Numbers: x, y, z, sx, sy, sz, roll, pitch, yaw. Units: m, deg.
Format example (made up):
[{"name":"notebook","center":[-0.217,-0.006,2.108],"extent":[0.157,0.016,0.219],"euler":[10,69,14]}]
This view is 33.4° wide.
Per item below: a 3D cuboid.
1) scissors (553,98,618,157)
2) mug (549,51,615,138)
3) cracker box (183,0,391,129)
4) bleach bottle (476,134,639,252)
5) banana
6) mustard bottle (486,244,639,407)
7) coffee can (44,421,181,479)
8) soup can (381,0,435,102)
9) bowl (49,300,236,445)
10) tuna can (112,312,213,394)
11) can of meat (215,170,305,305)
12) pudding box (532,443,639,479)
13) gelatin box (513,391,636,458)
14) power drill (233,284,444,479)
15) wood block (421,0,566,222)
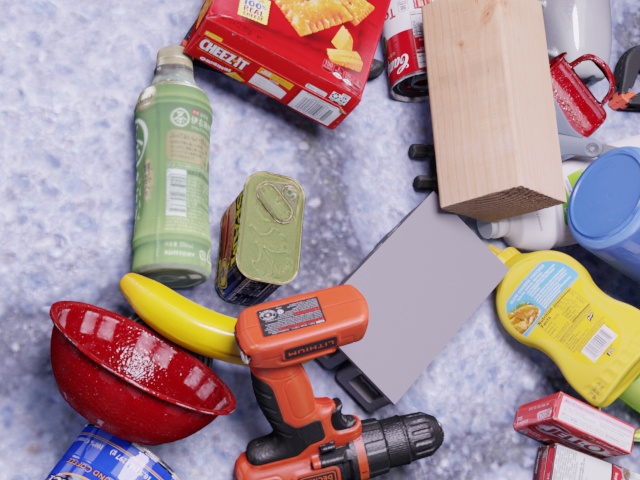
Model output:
[{"name":"scissors","center":[0.265,-0.112,1.074],"extent":[0.202,0.016,0.096],"euler":[-2,104,5]},{"name":"mug","center":[0.254,-0.145,1.120],"extent":[0.081,0.117,0.093],"euler":[50,21,-4]},{"name":"cracker box","center":[-0.018,-0.237,1.022],"extent":[0.164,0.072,0.213],"euler":[26,60,-17]},{"name":"bleach bottle","center":[0.273,-0.050,1.119],"extent":[0.250,0.068,0.102],"euler":[-13,77,-23]},{"name":"banana","center":[-0.074,0.073,0.900],"extent":[0.197,0.037,0.069],"euler":[9,46,-10]},{"name":"mustard bottle","center":[0.228,0.066,1.032],"extent":[0.192,0.058,0.096],"euler":[42,97,30]},{"name":"coffee can","center":[-0.181,0.225,0.815],"extent":[0.103,0.103,0.140],"euler":[38,62,-5]},{"name":"soup can","center":[0.099,-0.203,1.100],"extent":[0.068,0.069,0.102],"euler":[0,71,-22]},{"name":"bowl","center":[-0.148,0.110,0.823],"extent":[0.162,0.162,0.055],"euler":[30,94,-9]},{"name":"tuna can","center":[-0.138,0.101,0.916],"extent":[0.086,0.034,0.086],"euler":[7,69,-19]},{"name":"can of meat","center":[-0.056,0.001,0.956],"extent":[0.057,0.084,0.102],"euler":[11,68,-18]},{"name":"pudding box","center":[0.255,0.253,1.015],"extent":[0.113,0.039,0.090],"euler":[21,66,-11]},{"name":"gelatin box","center":[0.241,0.179,1.015],"extent":[0.089,0.073,0.030],"euler":[25,66,-12]},{"name":"power drill","center":[0.010,0.129,0.878],"extent":[0.184,0.188,0.057],"euler":[-14,33,-9]},{"name":"wood block","center":[0.164,-0.131,1.021],"extent":[0.090,0.090,0.206],"euler":[12,69,-48]}]
